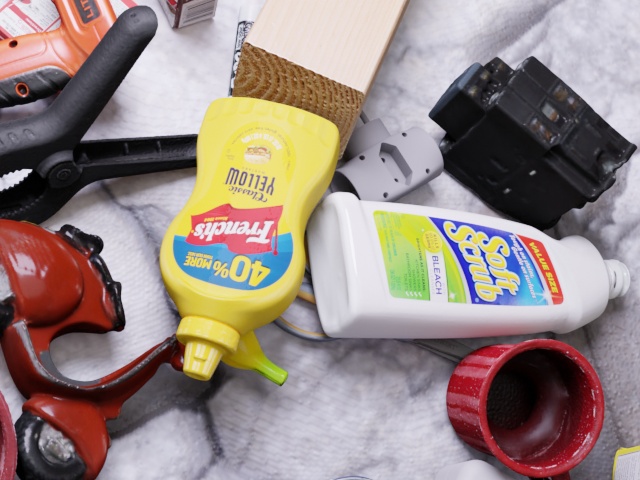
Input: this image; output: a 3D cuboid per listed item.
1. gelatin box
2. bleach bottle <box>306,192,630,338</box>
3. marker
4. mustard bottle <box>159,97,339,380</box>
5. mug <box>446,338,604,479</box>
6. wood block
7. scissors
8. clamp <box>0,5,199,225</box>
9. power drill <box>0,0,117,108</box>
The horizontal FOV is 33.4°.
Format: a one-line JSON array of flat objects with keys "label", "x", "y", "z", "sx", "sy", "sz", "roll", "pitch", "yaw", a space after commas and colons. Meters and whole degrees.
[{"label": "gelatin box", "x": -0.186, "y": -0.159, "z": 0.783, "sx": 0.073, "sy": 0.030, "sz": 0.089, "roll": 41, "pitch": 70, "yaw": -1}, {"label": "bleach bottle", "x": 0.119, "y": 0.020, "z": 0.788, "sx": 0.250, "sy": 0.068, "sz": 0.102, "roll": 1, "pitch": 68, "yaw": -25}, {"label": "marker", "x": -0.060, "y": -0.123, "z": 0.812, "sx": 0.020, "sy": 0.020, "sz": 0.121, "roll": 11, "pitch": 71, "yaw": -12}, {"label": "mustard bottle", "x": -0.055, "y": 0.001, "z": 0.713, "sx": 0.096, "sy": 0.058, "sz": 0.191, "roll": 14, "pitch": 70, "yaw": 5}, {"label": "mug", "x": 0.144, "y": 0.126, "z": 0.756, "sx": 0.093, "sy": 0.082, "sz": 0.117, "roll": -25, "pitch": 93, "yaw": -14}, {"label": "wood block", "x": 0.016, "y": -0.176, "z": 0.792, "sx": 0.091, "sy": 0.090, "sz": 0.206, "roll": 22, "pitch": 60, "yaw": 1}, {"label": "scissors", "x": 0.057, "y": 0.046, "z": 0.796, "sx": 0.201, "sy": 0.016, "sz": 0.096, "roll": 10, "pitch": 71, "yaw": -13}, {"label": "clamp", "x": -0.175, "y": -0.064, "z": 0.705, "sx": 0.209, "sy": 0.164, "sz": 0.036, "roll": -26, "pitch": 60, "yaw": -12}, {"label": "power drill", "x": -0.236, "y": -0.143, "z": 0.726, "sx": 0.187, "sy": 0.057, "sz": 0.184, "roll": -25, "pitch": 89, "yaw": -2}]
